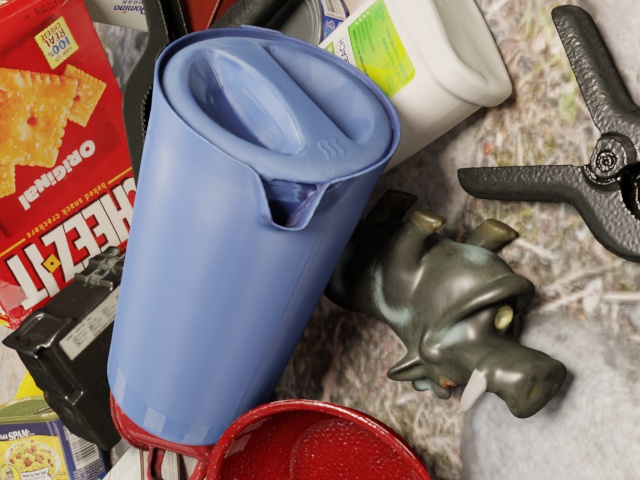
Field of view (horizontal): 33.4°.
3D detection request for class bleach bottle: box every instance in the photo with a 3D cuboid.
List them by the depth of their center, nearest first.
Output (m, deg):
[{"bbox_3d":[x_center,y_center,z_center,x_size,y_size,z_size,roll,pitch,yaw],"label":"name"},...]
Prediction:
[{"bbox_3d":[0.002,-0.065,0.698,0.251,0.067,0.102,-38,56,34],"label":"bleach bottle"}]

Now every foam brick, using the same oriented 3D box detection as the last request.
[{"bbox_3d":[-0.078,-0.164,0.806,0.053,0.051,0.078,43,116,39],"label":"foam brick"}]

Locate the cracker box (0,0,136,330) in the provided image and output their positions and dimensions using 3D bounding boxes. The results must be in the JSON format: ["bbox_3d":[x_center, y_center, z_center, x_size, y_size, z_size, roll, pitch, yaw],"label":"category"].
[{"bbox_3d":[-0.222,-0.066,0.801,0.072,0.164,0.213,17,136,44],"label":"cracker box"}]

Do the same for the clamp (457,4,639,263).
[{"bbox_3d":[0.150,-0.035,0.573,0.172,0.039,0.120,53,124,34],"label":"clamp"}]

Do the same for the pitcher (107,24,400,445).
[{"bbox_3d":[-0.054,0.001,0.636,0.145,0.149,0.243,36,130,17],"label":"pitcher"}]

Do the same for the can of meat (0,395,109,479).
[{"bbox_3d":[-0.232,0.179,0.910,0.102,0.057,0.084,-9,97,30],"label":"can of meat"}]

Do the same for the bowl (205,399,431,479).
[{"bbox_3d":[0.011,0.162,0.662,0.162,0.055,0.162,8,110,22],"label":"bowl"}]

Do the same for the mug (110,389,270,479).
[{"bbox_3d":[-0.093,0.125,0.769,0.082,0.093,0.117,5,74,41],"label":"mug"}]

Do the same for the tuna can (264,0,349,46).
[{"bbox_3d":[-0.019,-0.142,0.756,0.086,0.033,0.086,-4,84,45],"label":"tuna can"}]

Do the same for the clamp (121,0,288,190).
[{"bbox_3d":[-0.087,-0.126,0.753,0.165,0.036,0.210,15,100,34],"label":"clamp"}]

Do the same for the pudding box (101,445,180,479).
[{"bbox_3d":[-0.143,0.221,0.828,0.090,0.039,0.113,-49,36,30],"label":"pudding box"}]
